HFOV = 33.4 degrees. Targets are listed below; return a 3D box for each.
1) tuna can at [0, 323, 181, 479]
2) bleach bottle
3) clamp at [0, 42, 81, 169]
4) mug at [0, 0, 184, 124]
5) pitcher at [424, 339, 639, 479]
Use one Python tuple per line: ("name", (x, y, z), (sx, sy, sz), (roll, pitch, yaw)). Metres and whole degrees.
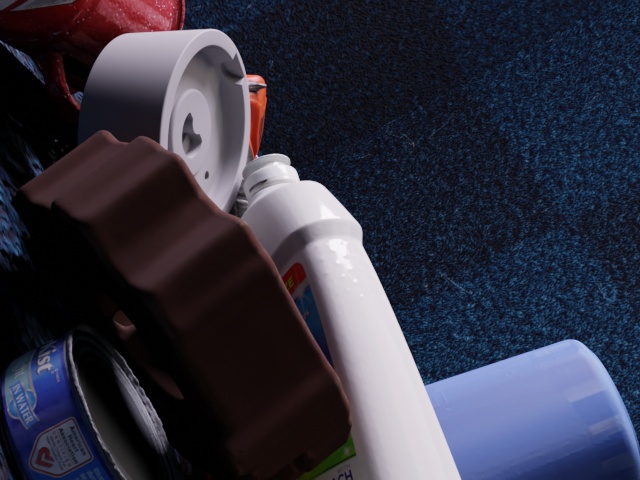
("tuna can", (-0.087, 0.077, 0.410), (0.086, 0.034, 0.086), (62, 2, -4))
("bleach bottle", (0.003, 0.072, 0.544), (0.067, 0.103, 0.251), (1, 58, -38))
("clamp", (-0.144, -0.049, 0.628), (0.120, 0.039, 0.171), (63, 6, 10))
("mug", (-0.133, -0.121, 0.576), (0.081, 0.093, 0.117), (21, 69, -71))
("pitcher", (0.084, 0.154, 0.738), (0.145, 0.243, 0.149), (68, 0, -68))
